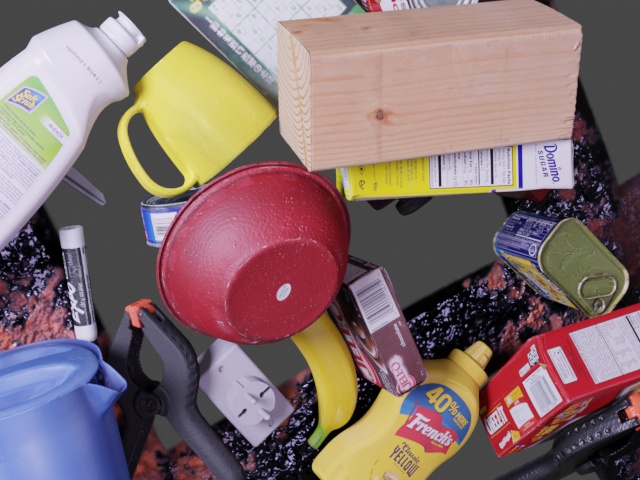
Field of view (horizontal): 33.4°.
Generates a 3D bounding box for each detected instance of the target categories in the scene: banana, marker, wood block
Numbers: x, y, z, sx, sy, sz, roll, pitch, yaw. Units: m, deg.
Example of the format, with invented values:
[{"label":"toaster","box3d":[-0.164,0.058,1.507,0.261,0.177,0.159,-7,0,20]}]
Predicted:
[{"label":"banana","box3d":[-0.016,0.091,0.920,0.069,0.037,0.198,-28,107,-7]},{"label":"marker","box3d":[-0.191,0.048,0.853,0.020,0.020,0.121,-11,103,-21]},{"label":"wood block","box3d":[0.079,-0.119,0.796,0.205,0.090,0.091,-8,118,-15]}]

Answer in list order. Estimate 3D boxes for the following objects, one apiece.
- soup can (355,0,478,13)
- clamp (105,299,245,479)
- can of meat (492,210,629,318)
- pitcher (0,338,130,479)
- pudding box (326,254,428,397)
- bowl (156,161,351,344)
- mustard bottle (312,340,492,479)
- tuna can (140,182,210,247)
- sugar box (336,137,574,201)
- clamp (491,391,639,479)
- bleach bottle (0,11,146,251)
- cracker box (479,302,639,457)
[{"label":"soup can","box3d":[0.077,-0.203,0.875,0.068,0.102,0.068,-4,101,-22]},{"label":"clamp","box3d":[-0.121,0.134,0.863,0.120,0.039,0.171,-1,102,9]},{"label":"can of meat","box3d":[0.219,0.020,0.982,0.102,0.084,0.057,41,82,-23]},{"label":"pitcher","box3d":[-0.213,0.208,0.822,0.144,0.149,0.243,-24,111,-33]},{"label":"pudding box","box3d":[0.040,0.070,0.914,0.039,0.090,0.113,-27,108,-18]},{"label":"bowl","box3d":[-0.039,0.023,0.807,0.162,0.055,0.162,-14,127,-20]},{"label":"mustard bottle","box3d":[0.087,0.166,0.968,0.191,0.058,0.096,-46,114,-10]},{"label":"tuna can","box3d":[-0.098,-0.022,0.843,0.086,0.086,0.034,-15,103,-20]},{"label":"sugar box","box3d":[0.103,-0.060,0.854,0.176,0.093,0.048,-5,96,-4]},{"label":"clamp","box3d":[0.253,0.197,0.991,0.164,0.210,0.036,-3,58,-28]},{"label":"bleach bottle","box3d":[-0.222,-0.066,0.780,0.251,0.068,0.102,-44,115,-4]},{"label":"cracker box","box3d":[0.266,0.115,0.976,0.213,0.164,0.072,-15,67,-20]}]
